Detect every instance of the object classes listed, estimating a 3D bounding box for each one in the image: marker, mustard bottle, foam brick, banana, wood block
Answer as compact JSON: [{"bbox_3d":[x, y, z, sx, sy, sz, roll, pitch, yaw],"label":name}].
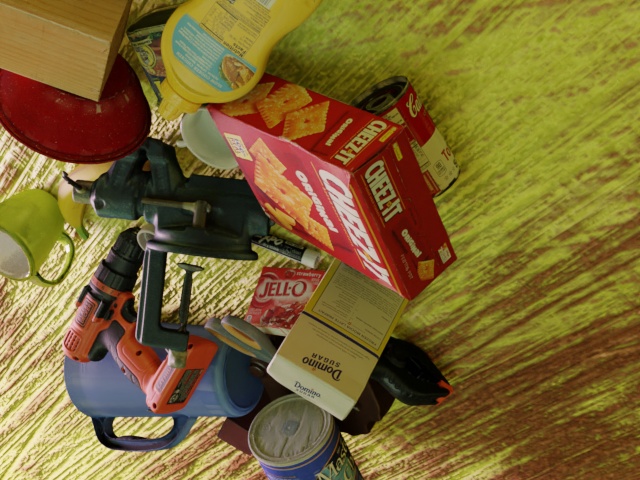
[{"bbox_3d":[-0.058,0.001,1.184,0.121,0.020,0.020,21,138,15],"label":"marker"},{"bbox_3d":[-0.085,-0.180,0.944,0.096,0.058,0.192,37,115,-11],"label":"mustard bottle"},{"bbox_3d":[-0.088,0.227,1.376,0.051,0.078,0.053,32,139,5],"label":"foam brick"},{"bbox_3d":[-0.260,-0.063,1.245,0.069,0.037,0.198,29,144,-22],"label":"banana"},{"bbox_3d":[-0.284,-0.218,0.976,0.206,0.090,0.091,19,144,-9],"label":"wood block"}]

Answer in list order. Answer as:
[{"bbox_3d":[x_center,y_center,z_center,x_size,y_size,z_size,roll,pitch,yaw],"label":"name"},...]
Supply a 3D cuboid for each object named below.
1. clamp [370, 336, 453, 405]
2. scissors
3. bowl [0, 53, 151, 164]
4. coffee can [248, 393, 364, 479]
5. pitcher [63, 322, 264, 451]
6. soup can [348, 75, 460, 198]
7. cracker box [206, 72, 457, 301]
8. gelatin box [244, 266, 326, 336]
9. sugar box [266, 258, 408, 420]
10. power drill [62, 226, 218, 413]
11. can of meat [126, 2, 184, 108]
[{"bbox_3d":[0.071,0.123,1.175,0.171,0.120,0.039,29,134,-26],"label":"clamp"},{"bbox_3d":[-0.039,0.135,1.199,0.202,0.016,0.096,27,159,4],"label":"scissors"},{"bbox_3d":[-0.239,-0.152,1.050,0.162,0.162,0.055,32,135,2],"label":"bowl"},{"bbox_3d":[-0.014,0.264,1.265,0.103,0.102,0.140,3,135,31],"label":"coffee can"},{"bbox_3d":[-0.195,0.174,1.351,0.243,0.144,0.149,-2,125,31],"label":"pitcher"},{"bbox_3d":[0.075,-0.089,0.973,0.069,0.068,0.102,-13,121,41],"label":"soup can"},{"bbox_3d":[0.008,-0.054,0.973,0.214,0.072,0.164,30,157,45],"label":"cracker box"},{"bbox_3d":[-0.035,0.068,1.184,0.089,0.073,0.030,4,156,35],"label":"gelatin box"},{"bbox_3d":[0.023,0.091,1.096,0.093,0.176,0.048,31,139,3],"label":"sugar box"},{"bbox_3d":[-0.210,0.100,1.266,0.188,0.057,0.184,36,106,29],"label":"power drill"},{"bbox_3d":[-0.128,-0.180,1.028,0.102,0.057,0.084,-2,125,34],"label":"can of meat"}]
